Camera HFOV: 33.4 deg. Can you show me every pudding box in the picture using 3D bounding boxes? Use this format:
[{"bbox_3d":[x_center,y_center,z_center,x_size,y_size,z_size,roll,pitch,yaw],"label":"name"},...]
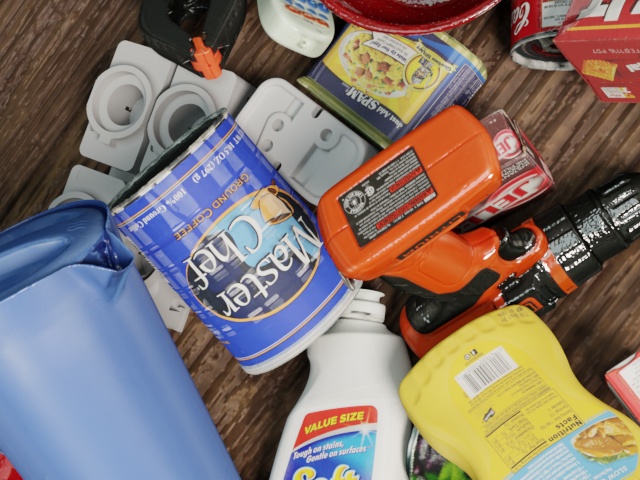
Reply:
[{"bbox_3d":[0.085,-0.029,0.674,0.114,0.090,0.039,-28,68,17],"label":"pudding box"}]

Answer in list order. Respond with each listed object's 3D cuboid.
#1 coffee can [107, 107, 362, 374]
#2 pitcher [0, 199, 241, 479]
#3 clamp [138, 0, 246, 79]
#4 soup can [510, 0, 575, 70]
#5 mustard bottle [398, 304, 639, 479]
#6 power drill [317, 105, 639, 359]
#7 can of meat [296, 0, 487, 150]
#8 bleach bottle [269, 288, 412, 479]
[{"bbox_3d":[-0.054,0.001,0.686,0.103,0.103,0.140,-37,104,12],"label":"coffee can"},{"bbox_3d":[-0.145,0.108,0.664,0.145,0.149,0.243,-30,113,-12],"label":"pitcher"},{"bbox_3d":[-0.107,-0.182,0.775,0.120,0.039,0.171,-18,52,14],"label":"clamp"},{"bbox_3d":[0.155,-0.167,0.680,0.069,0.068,0.102,-2,80,22],"label":"soup can"},{"bbox_3d":[0.129,0.125,0.580,0.096,0.058,0.192,-33,47,-6],"label":"mustard bottle"},{"bbox_3d":[0.099,-0.004,0.614,0.185,0.187,0.057,-36,55,15],"label":"power drill"},{"bbox_3d":[0.049,-0.109,0.720,0.102,0.057,0.084,40,96,23],"label":"can of meat"},{"bbox_3d":[0.007,0.156,0.692,0.103,0.068,0.251,2,79,25],"label":"bleach bottle"}]
